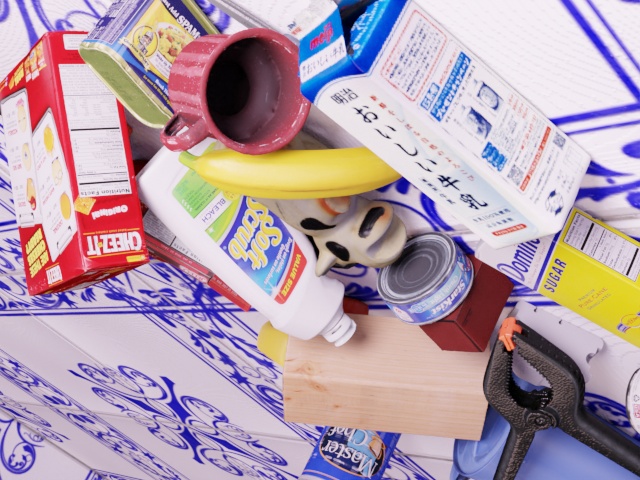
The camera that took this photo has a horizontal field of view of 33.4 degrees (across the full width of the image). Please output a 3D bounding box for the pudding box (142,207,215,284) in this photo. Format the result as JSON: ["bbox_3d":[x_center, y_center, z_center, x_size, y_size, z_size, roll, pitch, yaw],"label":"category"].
[{"bbox_3d":[-0.122,-0.026,1.051,0.090,0.113,0.039,32,153,-8],"label":"pudding box"}]

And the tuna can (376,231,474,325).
[{"bbox_3d":[0.095,0.034,0.977,0.086,0.086,0.033,0,142,46],"label":"tuna can"}]

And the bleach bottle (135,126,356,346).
[{"bbox_3d":[-0.057,0.001,1.008,0.250,0.102,0.068,44,165,-14],"label":"bleach bottle"}]

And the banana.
[{"bbox_3d":[-0.011,-0.059,0.842,0.197,0.069,0.037,0,123,-11],"label":"banana"}]

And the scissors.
[{"bbox_3d":[-0.019,-0.139,0.845,0.202,0.016,0.096,27,158,9],"label":"scissors"}]

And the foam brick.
[{"bbox_3d":[0.134,0.058,0.994,0.051,0.078,0.053,-3,139,49],"label":"foam brick"}]

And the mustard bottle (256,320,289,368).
[{"bbox_3d":[-0.024,0.130,1.281,0.096,0.058,0.192,14,-177,-25],"label":"mustard bottle"}]

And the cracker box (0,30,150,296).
[{"bbox_3d":[-0.232,-0.067,0.989,0.071,0.214,0.164,-8,174,-33],"label":"cracker box"}]

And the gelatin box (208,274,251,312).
[{"bbox_3d":[-0.111,0.040,1.228,0.073,0.030,0.089,38,-178,-21],"label":"gelatin box"}]

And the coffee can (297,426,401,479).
[{"bbox_3d":[0.044,0.288,1.454,0.103,0.140,0.103,23,155,11],"label":"coffee can"}]

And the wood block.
[{"bbox_3d":[0.068,0.140,1.109,0.206,0.090,0.090,4,138,4],"label":"wood block"}]

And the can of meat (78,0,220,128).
[{"bbox_3d":[-0.132,-0.151,0.851,0.058,0.084,0.102,11,151,45],"label":"can of meat"}]

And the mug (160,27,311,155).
[{"bbox_3d":[-0.074,-0.108,0.812,0.093,0.117,0.082,53,163,-28],"label":"mug"}]

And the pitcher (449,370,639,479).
[{"bbox_3d":[0.269,0.252,1.158,0.242,0.145,0.149,30,153,-11],"label":"pitcher"}]

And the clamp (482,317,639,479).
[{"bbox_3d":[0.204,0.166,1.012,0.165,0.036,0.210,-22,114,29],"label":"clamp"}]

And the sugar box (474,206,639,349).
[{"bbox_3d":[0.221,0.025,0.877,0.176,0.048,0.093,27,156,1],"label":"sugar box"}]
